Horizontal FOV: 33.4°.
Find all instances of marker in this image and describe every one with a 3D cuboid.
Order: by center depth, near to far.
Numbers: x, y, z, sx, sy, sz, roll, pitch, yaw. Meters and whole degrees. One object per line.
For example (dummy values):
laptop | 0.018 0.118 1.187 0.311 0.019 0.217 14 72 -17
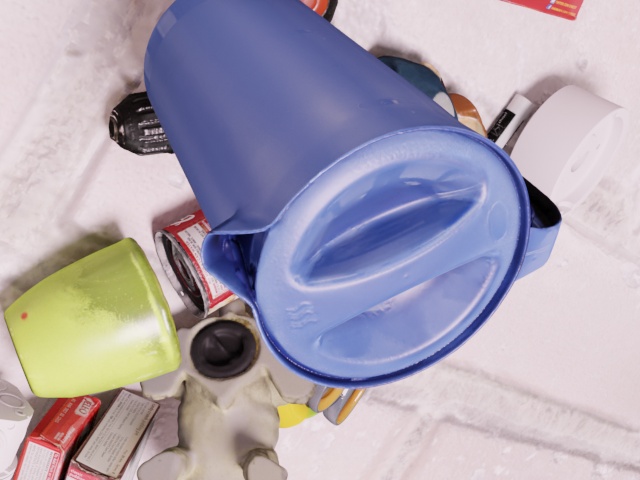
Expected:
marker | 0.134 -0.067 0.884 0.121 0.020 0.020 -54 137 5

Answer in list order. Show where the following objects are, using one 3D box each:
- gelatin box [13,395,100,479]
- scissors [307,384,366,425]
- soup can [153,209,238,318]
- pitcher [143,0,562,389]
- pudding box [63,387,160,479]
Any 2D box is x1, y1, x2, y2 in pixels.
gelatin box | -0.187 0.158 0.743 0.030 0.073 0.089 22 110 1
scissors | 0.044 0.070 0.892 0.096 0.016 0.202 -1 119 -60
soup can | -0.055 0.001 0.743 0.102 0.069 0.068 -29 133 -21
pitcher | 0.000 -0.047 0.551 0.145 0.243 0.149 -40 130 3
pudding box | -0.155 0.170 0.755 0.039 0.113 0.090 20 109 -2
